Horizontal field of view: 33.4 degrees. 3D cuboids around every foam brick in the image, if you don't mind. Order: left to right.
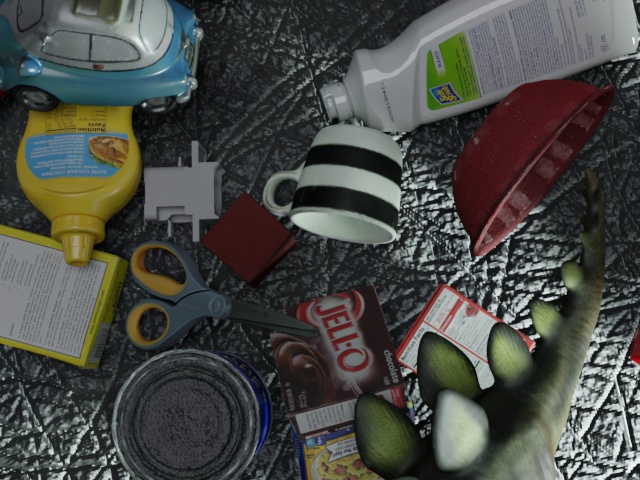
[{"bbox_3d":[-0.055,0.001,0.839,0.051,0.078,0.053,42,86,4],"label":"foam brick"}]

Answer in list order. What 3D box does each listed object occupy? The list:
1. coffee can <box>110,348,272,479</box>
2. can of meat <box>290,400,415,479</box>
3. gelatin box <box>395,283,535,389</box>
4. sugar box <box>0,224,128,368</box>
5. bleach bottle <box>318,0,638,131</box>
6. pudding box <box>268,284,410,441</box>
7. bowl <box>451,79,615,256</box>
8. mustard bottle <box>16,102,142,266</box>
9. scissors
[{"bbox_3d":[-0.090,0.132,0.793,0.103,0.140,0.103,0,83,1],"label":"coffee can"},{"bbox_3d":[0.029,0.172,0.829,0.102,0.057,0.084,-8,82,1],"label":"can of meat"},{"bbox_3d":[0.113,0.087,0.850,0.089,0.030,0.073,33,87,5],"label":"gelatin box"},{"bbox_3d":[-0.253,0.036,0.856,0.176,0.048,0.093,15,83,6],"label":"sugar box"},{"bbox_3d":[0.119,-0.156,0.850,0.251,0.068,0.102,-19,112,0],"label":"bleach bottle"},{"bbox_3d":[0.012,0.092,0.818,0.090,0.039,0.113,-16,44,0],"label":"pudding box"},{"bbox_3d":[0.149,-0.066,0.804,0.055,0.162,0.162,40,86,14],"label":"bowl"},{"bbox_3d":[-0.189,-0.073,0.841,0.096,0.058,0.191,-2,71,-3],"label":"mustard bottle"},{"bbox_3d":[-0.087,0.065,0.814,0.202,0.016,0.096,31,102,38],"label":"scissors"}]
